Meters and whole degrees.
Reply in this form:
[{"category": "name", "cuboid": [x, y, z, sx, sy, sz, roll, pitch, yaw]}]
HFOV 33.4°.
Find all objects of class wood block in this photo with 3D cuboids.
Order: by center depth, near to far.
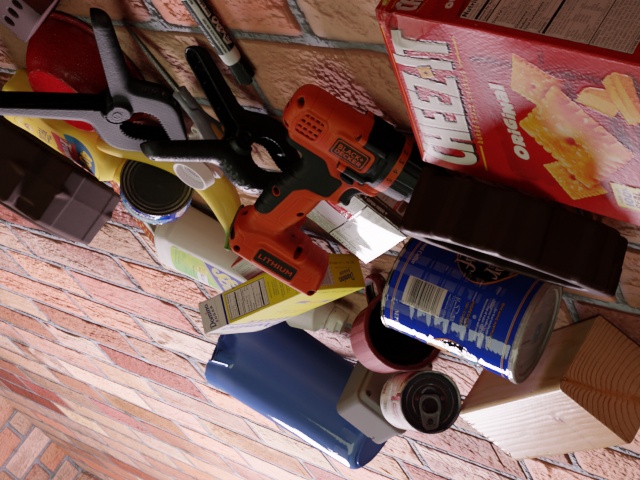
[{"category": "wood block", "cuboid": [0.238, 0.155, 1.079, 0.091, 0.090, 0.206, 38, 156, -7]}]

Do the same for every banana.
[{"category": "banana", "cuboid": [-0.156, -0.074, 1.184, 0.198, 0.069, 0.037, 39, 175, 4]}]

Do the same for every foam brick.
[{"category": "foam brick", "cuboid": [-0.290, -0.243, 1.058, 0.053, 0.051, 0.078, 40, 155, -13]}]

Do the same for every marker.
[{"category": "marker", "cuboid": [-0.094, -0.186, 0.955, 0.020, 0.020, 0.121, 10, 147, 43]}]

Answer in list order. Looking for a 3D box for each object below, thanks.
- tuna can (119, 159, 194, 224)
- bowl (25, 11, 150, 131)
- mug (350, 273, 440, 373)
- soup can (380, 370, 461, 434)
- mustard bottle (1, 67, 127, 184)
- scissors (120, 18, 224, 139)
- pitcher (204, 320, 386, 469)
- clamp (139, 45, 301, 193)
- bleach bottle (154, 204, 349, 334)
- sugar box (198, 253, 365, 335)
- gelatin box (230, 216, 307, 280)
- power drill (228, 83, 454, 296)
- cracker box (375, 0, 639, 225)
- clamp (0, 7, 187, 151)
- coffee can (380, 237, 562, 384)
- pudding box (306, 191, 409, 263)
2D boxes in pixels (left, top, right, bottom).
[{"category": "tuna can", "cuboid": [-0.187, -0.062, 1.219, 0.086, 0.086, 0.034, 34, 158, 1]}, {"category": "bowl", "cuboid": [-0.263, -0.169, 1.156, 0.162, 0.055, 0.162, 28, 155, 14]}, {"category": "mug", "cuboid": [0.076, 0.093, 1.186, 0.117, 0.093, 0.082, 65, 161, 7]}, {"category": "soup can", "cuboid": [0.109, 0.178, 1.181, 0.068, 0.068, 0.102, 36, 168, -4]}, {"category": "mustard bottle", "cuboid": [-0.286, -0.123, 1.265, 0.191, 0.058, 0.096, 34, 158, 0]}, {"category": "scissors", "cuboid": [-0.128, -0.137, 1.079, 0.202, 0.016, 0.096, 54, -171, 6]}, {"category": "pitcher", "cuboid": [-0.016, 0.189, 1.396, 0.243, 0.149, 0.145, 31, 147, 24]}, {"category": "clamp", "cuboid": [-0.088, -0.090, 1.012, 0.171, 0.120, 0.039, 39, 161, -20]}, {"category": "bleach bottle", "cuboid": [-0.080, 0.043, 1.310, 0.251, 0.068, 0.102, 27, 154, 11]}, {"category": "sugar box", "cuboid": [-0.045, 0.062, 1.197, 0.093, 0.048, 0.177, 0, 158, -47]}, {"category": "gelatin box", "cuboid": [-0.058, 0.001, 1.188, 0.030, 0.073, 0.089, 39, 156, -8]}, {"category": "power drill", "cuboid": [0.016, -0.033, 0.970, 0.184, 0.057, 0.188, 33, 126, -10]}, {"category": "cracker box", "cuboid": [0.156, -0.100, 0.732, 0.214, 0.072, 0.164, 20, 152, 31]}, {"category": "clamp", "cuboid": [-0.221, -0.138, 1.094, 0.165, 0.036, 0.209, -26, 143, 21]}, {"category": "coffee can", "cuboid": [0.143, 0.061, 1.010, 0.140, 0.102, 0.103, 22, 153, 26]}, {"category": "pudding box", "cuboid": [0.040, -0.029, 1.053, 0.090, 0.039, 0.114, 37, 158, -8]}]
